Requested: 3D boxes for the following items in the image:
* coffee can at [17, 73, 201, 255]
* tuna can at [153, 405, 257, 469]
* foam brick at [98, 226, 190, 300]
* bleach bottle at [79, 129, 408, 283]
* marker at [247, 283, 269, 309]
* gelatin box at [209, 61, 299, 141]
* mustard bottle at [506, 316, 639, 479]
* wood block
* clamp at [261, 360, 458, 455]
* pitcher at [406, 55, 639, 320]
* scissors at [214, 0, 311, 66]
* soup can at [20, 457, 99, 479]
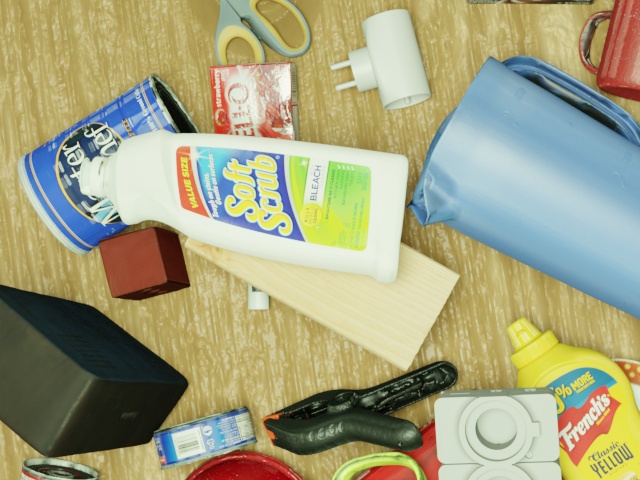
[{"bbox_3d":[-0.177,-0.066,0.935,0.140,0.102,0.103,-31,82,6],"label":"coffee can"},{"bbox_3d":[-0.099,0.169,0.917,0.086,0.086,0.034,-17,83,8],"label":"tuna can"},{"bbox_3d":[-0.153,0.021,0.939,0.053,0.078,0.051,-14,83,8],"label":"foam brick"},{"bbox_3d":[-0.061,-0.030,0.825,0.251,0.068,0.102,6,84,4],"label":"bleach bottle"},{"bbox_3d":[-0.056,0.001,0.953,0.020,0.020,0.121,-2,86,9],"label":"marker"},{"bbox_3d":[-0.058,-0.112,0.947,0.073,0.030,0.089,-2,98,8],"label":"gelatin box"},{"bbox_3d":[0.213,0.145,0.860,0.096,0.058,0.192,-36,81,8],"label":"mustard bottle"},{"bbox_3d":[0.002,0.020,0.895,0.206,0.090,0.091,29,87,4],"label":"wood block"},{"bbox_3d":[0.033,0.143,0.899,0.172,0.120,0.039,-9,102,35],"label":"clamp"},{"bbox_3d":[0.202,-0.036,0.820,0.243,0.145,0.149,29,103,5],"label":"pitcher"},{"bbox_3d":[-0.098,-0.221,0.976,0.202,0.016,0.096,38,93,10],"label":"scissors"},{"bbox_3d":[-0.240,0.251,0.944,0.068,0.068,0.102,12,89,10],"label":"soup can"}]
